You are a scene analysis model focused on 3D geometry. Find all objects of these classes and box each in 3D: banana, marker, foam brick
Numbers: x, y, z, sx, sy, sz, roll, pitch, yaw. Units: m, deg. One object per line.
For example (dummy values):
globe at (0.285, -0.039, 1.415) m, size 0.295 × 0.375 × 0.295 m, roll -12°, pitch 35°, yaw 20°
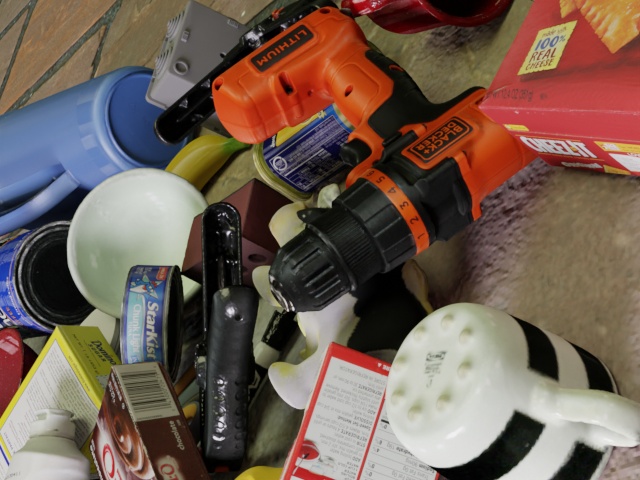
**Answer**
banana at (-0.133, -0.018, 0.924) m, size 0.198 × 0.037 × 0.070 m, roll -59°, pitch 28°, yaw 1°
marker at (-0.049, 0.099, 0.709) m, size 0.121 × 0.020 × 0.020 m, roll -61°, pitch 29°, yaw -3°
foam brick at (-0.055, 0.001, 0.773) m, size 0.078 × 0.053 × 0.051 m, roll -30°, pitch 41°, yaw 43°

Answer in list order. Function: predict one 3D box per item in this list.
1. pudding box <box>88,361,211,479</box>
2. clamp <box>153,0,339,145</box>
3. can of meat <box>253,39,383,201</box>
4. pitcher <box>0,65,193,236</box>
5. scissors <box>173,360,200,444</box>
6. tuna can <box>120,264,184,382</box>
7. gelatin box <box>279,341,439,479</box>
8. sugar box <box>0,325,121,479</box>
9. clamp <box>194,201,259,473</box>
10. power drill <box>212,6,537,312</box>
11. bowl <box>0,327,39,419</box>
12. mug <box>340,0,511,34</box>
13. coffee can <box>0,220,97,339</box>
pudding box at (-0.109, 0.147, 0.677) m, size 0.113 × 0.039 × 0.090 m, roll 62°, pitch 142°, yaw 37°
clamp at (-0.051, -0.146, 0.840) m, size 0.165 × 0.036 × 0.210 m, roll -33°, pitch 15°, yaw 13°
can of meat at (0.003, -0.092, 0.765) m, size 0.084 × 0.057 × 0.102 m, roll -33°, pitch 38°, yaw 36°
pitcher at (-0.239, -0.084, 1.056) m, size 0.243 × 0.144 × 0.149 m, roll -12°, pitch 79°, yaw 49°
scissors at (-0.131, 0.166, 0.767) m, size 0.202 × 0.016 × 0.096 m, roll -53°, pitch 18°, yaw 13°
tuna can at (-0.121, 0.060, 0.774) m, size 0.086 × 0.034 × 0.086 m, roll 9°, pitch -97°, yaw -90°
gelatin box at (0.023, 0.105, 0.536) m, size 0.030 × 0.073 × 0.089 m, roll 117°, pitch 173°, yaw -72°
sugar box at (-0.204, 0.159, 0.809) m, size 0.093 × 0.048 × 0.176 m, roll 51°, pitch 119°, yaw 32°
clamp at (-0.056, 0.073, 0.638) m, size 0.120 × 0.039 × 0.171 m, roll -103°, pitch 13°, yaw -72°
power drill at (0.013, -0.055, 0.621) m, size 0.184 × 0.057 × 0.188 m, roll -35°, pitch 46°, yaw -13°
bowl at (-0.284, 0.163, 0.964) m, size 0.162 × 0.055 × 0.162 m, roll -36°, pitch 42°, yaw 40°
mug at (0.063, -0.176, 0.705) m, size 0.117 × 0.093 × 0.082 m, roll -36°, pitch 17°, yaw -21°
coffee can at (-0.267, 0.041, 1.008) m, size 0.141 × 0.102 × 0.102 m, roll -11°, pitch 54°, yaw 53°
